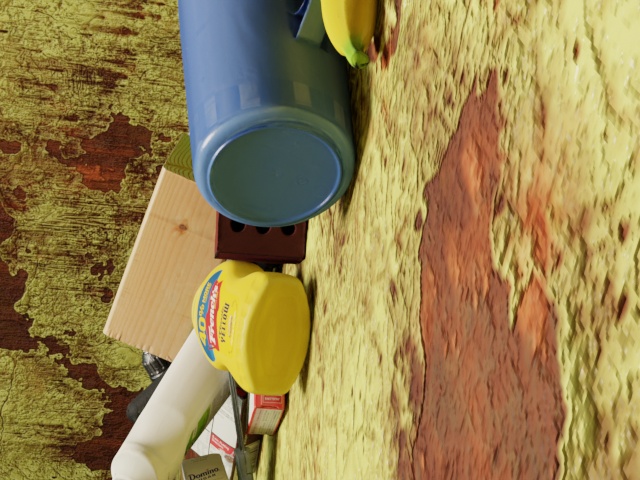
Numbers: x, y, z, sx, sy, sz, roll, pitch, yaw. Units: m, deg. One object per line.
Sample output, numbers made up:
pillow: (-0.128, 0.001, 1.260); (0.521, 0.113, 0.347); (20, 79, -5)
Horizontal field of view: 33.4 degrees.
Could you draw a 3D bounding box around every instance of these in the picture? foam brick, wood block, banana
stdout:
foam brick: (-0.053, -0.009, 0.936); (0.051, 0.078, 0.053); (139, 133, -78)
wood block: (-0.141, 0.011, 1.089); (0.090, 0.091, 0.206); (-74, 8, -61)
banana: (0.027, -0.200, 0.675); (0.070, 0.037, 0.198); (-1, 84, 64)

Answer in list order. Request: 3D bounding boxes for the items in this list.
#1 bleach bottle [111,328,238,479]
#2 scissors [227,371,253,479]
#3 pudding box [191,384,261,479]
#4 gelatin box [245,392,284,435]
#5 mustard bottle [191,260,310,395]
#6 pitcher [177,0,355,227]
bleach bottle: (-0.125, 0.148, 1.006); (0.250, 0.068, 0.103); (-56, -13, -41)
scissors: (-0.066, 0.213, 0.965); (0.096, 0.016, 0.202); (-129, 32, -67)
pudding box: (-0.104, 0.186, 1.131); (0.090, 0.039, 0.113); (32, 122, 36)
gelatin box: (-0.049, 0.133, 0.981); (0.089, 0.030, 0.073); (107, 165, -62)
mustard bottle: (-0.069, 0.067, 0.915); (0.192, 0.058, 0.096); (-166, 82, -68)
pitcher: (-0.035, -0.136, 0.770); (0.149, 0.145, 0.243); (69, -170, -46)
